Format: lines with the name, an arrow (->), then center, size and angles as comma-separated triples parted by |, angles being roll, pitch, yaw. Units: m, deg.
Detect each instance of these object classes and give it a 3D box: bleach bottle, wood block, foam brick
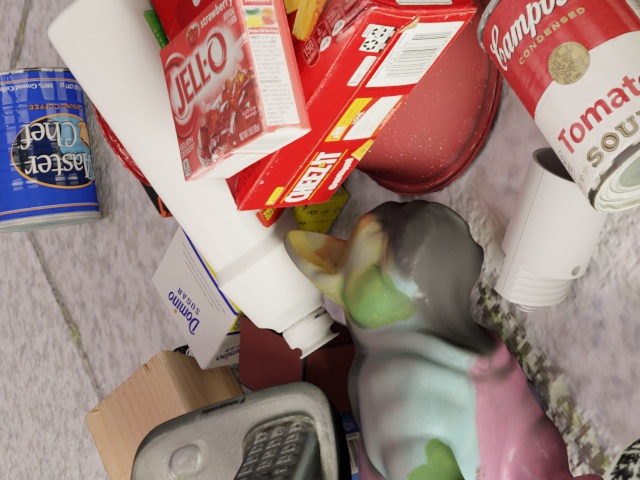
bleach bottle -> -0.066, -0.041, 0.662 | 0.068, 0.102, 0.251 | -35, 85, 17
wood block -> -0.080, 0.193, 0.775 | 0.091, 0.090, 0.206 | -40, 59, 17
foam brick -> -0.013, 0.081, 0.716 | 0.078, 0.052, 0.051 | 22, 114, 52

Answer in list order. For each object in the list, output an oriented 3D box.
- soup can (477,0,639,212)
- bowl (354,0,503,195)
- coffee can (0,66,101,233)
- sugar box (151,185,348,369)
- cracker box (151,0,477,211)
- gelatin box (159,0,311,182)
soup can -> 0.125, -0.071, 0.480 | 0.102, 0.068, 0.069 | 62, 140, 25
bowl -> 0.031, -0.104, 0.618 | 0.162, 0.055, 0.162 | 13, 106, 53
coffee can -> -0.266, -0.083, 1.000 | 0.103, 0.102, 0.140 | -9, 89, 55
sugar box -> -0.055, 0.001, 0.755 | 0.093, 0.048, 0.176 | 56, 134, 28
cracker box -> -0.027, -0.149, 0.577 | 0.164, 0.071, 0.214 | -51, 56, 47
gelatin box -> -0.045, -0.075, 0.527 | 0.089, 0.030, 0.073 | -22, 78, 56
